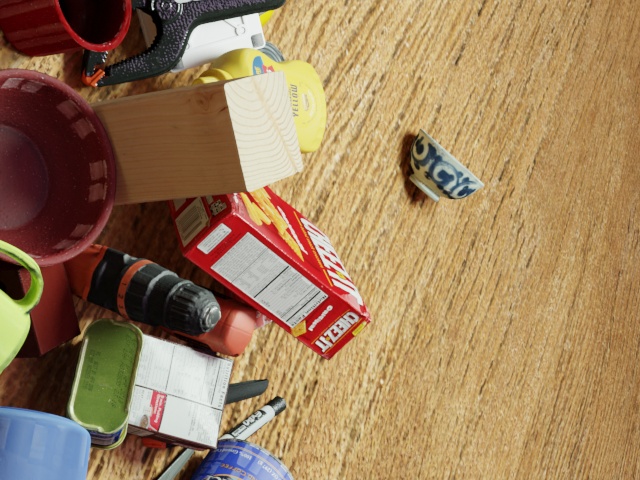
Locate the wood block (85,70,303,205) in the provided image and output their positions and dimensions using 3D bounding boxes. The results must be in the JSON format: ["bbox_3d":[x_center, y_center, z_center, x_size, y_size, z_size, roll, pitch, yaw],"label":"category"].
[{"bbox_3d":[-0.131,-0.087,0.936,0.090,0.206,0.091,-27,109,-55],"label":"wood block"}]

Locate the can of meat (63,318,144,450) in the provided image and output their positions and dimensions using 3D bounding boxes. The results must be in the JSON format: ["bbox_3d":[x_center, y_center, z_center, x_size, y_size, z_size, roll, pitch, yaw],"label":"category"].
[{"bbox_3d":[-0.187,0.124,0.924,0.057,0.084,0.102,12,70,-10],"label":"can of meat"}]

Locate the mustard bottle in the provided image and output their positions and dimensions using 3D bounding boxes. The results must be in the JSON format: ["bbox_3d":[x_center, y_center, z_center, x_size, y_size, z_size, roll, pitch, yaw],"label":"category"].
[{"bbox_3d":[-0.064,-0.138,1.049,0.191,0.058,0.096,0,87,-60],"label":"mustard bottle"}]

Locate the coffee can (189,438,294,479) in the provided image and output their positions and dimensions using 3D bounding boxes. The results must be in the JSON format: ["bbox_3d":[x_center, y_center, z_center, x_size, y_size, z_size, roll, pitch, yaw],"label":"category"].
[{"bbox_3d":[-0.098,0.280,1.048,0.140,0.103,0.103,-55,131,-44],"label":"coffee can"}]

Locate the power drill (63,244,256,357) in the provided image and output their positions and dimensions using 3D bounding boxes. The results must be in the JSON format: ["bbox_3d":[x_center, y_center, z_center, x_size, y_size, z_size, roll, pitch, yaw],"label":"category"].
[{"bbox_3d":[-0.133,0.056,0.960,0.187,0.185,0.057,36,76,-60],"label":"power drill"}]

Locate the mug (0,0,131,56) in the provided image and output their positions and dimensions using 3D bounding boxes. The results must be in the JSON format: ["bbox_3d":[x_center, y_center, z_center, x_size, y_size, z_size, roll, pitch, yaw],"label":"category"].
[{"bbox_3d":[-0.230,-0.206,0.908,0.117,0.082,0.093,22,69,-54],"label":"mug"}]

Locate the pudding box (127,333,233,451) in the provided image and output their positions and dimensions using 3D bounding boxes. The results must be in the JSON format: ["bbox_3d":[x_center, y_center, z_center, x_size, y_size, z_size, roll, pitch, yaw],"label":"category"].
[{"bbox_3d":[-0.144,0.143,1.012,0.113,0.039,0.090,22,66,-28],"label":"pudding box"}]

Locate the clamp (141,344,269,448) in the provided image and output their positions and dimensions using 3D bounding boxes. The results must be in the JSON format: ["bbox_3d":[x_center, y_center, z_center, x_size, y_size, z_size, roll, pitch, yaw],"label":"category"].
[{"bbox_3d":[-0.124,0.140,1.082,0.171,0.039,0.120,-38,108,-49],"label":"clamp"}]

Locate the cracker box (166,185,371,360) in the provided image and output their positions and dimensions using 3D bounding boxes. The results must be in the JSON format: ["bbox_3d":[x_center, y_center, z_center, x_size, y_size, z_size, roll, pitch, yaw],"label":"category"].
[{"bbox_3d":[-0.057,0.001,1.062,0.213,0.072,0.164,39,14,-36],"label":"cracker box"}]

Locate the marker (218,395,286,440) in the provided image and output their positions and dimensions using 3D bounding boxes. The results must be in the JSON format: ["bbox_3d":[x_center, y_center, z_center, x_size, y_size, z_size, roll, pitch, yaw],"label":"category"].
[{"bbox_3d":[-0.074,0.201,1.169,0.120,0.020,0.020,-29,111,-54],"label":"marker"}]

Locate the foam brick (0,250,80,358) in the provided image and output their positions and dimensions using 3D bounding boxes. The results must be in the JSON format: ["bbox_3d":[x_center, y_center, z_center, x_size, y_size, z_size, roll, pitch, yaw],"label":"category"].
[{"bbox_3d":[-0.244,0.053,0.891,0.051,0.053,0.078,-30,112,-54],"label":"foam brick"}]

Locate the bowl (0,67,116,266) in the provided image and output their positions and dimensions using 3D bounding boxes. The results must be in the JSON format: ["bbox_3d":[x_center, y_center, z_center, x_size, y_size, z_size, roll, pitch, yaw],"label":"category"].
[{"bbox_3d":[-0.249,-0.056,0.874,0.161,0.055,0.162,8,78,-43],"label":"bowl"}]

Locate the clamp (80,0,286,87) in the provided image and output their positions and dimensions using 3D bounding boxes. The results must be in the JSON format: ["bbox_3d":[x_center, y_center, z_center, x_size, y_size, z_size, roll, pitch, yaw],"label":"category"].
[{"bbox_3d":[-0.151,-0.229,0.991,0.210,0.036,0.164,-42,110,-10],"label":"clamp"}]
